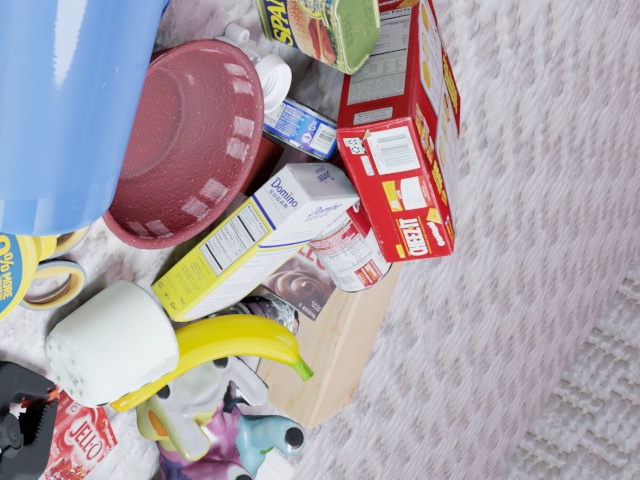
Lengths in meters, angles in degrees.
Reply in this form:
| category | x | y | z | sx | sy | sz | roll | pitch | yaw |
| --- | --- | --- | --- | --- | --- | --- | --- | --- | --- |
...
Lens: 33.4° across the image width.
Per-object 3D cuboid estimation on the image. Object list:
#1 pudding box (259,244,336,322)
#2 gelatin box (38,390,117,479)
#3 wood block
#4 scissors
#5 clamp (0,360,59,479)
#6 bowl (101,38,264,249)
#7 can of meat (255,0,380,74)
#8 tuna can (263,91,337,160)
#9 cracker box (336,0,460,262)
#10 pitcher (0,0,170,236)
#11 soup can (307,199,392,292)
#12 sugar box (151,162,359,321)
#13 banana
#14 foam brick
| category | x | y | z | sx | sy | sz | roll | pitch | yaw |
| --- | --- | --- | --- | --- | --- | --- | --- | --- | --- |
| pudding box | -0.024 | 0.013 | 1.045 | 0.113 | 0.039 | 0.090 | 41 | 79 | -42 |
| gelatin box | -0.213 | 0.170 | 0.903 | 0.073 | 0.030 | 0.089 | -47 | 153 | -29 |
| wood block | 0.008 | 0.089 | 1.177 | 0.090 | 0.090 | 0.206 | -20 | 134 | -56 |
| scissors | -0.221 | 0.011 | 0.728 | 0.096 | 0.016 | 0.201 | -65 | 156 | 6 |
| clamp | -0.228 | 0.149 | 0.744 | 0.210 | 0.036 | 0.164 | -20 | 94 | -81 |
| bowl | -0.115 | -0.077 | 0.776 | 0.161 | 0.055 | 0.162 | -34 | 139 | -36 |
| can of meat | -0.002 | -0.190 | 0.854 | 0.057 | 0.084 | 0.102 | -51 | 155 | -20 |
| tuna can | -0.024 | -0.102 | 0.906 | 0.034 | 0.086 | 0.086 | -62 | 156 | 7 |
| cracker box | 0.074 | -0.113 | 0.950 | 0.164 | 0.072 | 0.213 | 66 | 24 | -43 |
| pitcher | -0.143 | -0.130 | 0.594 | 0.149 | 0.145 | 0.243 | 5 | 124 | -19 |
| soup can | 0.018 | -0.007 | 1.002 | 0.068 | 0.069 | 0.102 | -51 | 128 | -20 |
| sugar box | -0.056 | 0.001 | 0.922 | 0.176 | 0.048 | 0.093 | -43 | 165 | 24 |
| banana | -0.095 | 0.102 | 0.940 | 0.197 | 0.069 | 0.037 | -6 | 158 | -29 |
| foam brick | -0.076 | -0.073 | 0.878 | 0.053 | 0.051 | 0.078 | -61 | 156 | 2 |
